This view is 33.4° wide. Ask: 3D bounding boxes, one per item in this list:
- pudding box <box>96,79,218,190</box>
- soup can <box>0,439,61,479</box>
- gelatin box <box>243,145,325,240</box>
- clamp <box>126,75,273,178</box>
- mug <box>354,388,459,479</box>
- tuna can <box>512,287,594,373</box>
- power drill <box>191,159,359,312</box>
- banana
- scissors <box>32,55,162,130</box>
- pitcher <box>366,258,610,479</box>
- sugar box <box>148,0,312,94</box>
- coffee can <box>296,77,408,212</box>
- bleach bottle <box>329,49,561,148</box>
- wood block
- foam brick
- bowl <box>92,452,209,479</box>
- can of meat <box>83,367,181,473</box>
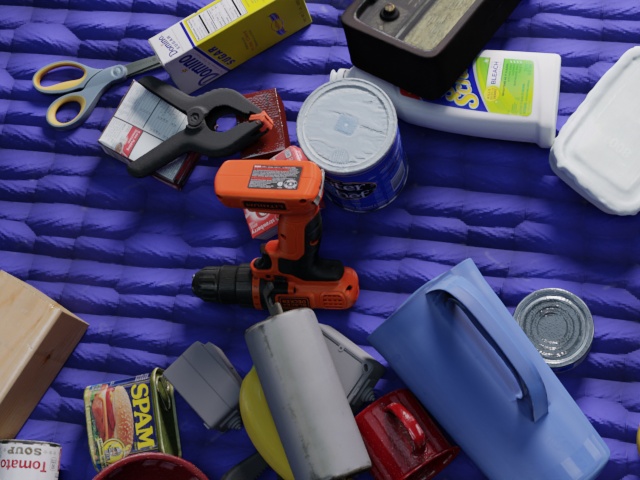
[{"bbox_3d":[-0.189,-0.122,1.235,0.113,0.039,0.090,27,81,14],"label":"pudding box"},{"bbox_3d":[-0.315,0.267,1.137,0.068,0.068,0.102,1,75,10],"label":"soup can"},{"bbox_3d":[-0.046,-0.052,1.178,0.089,0.030,0.073,-28,71,28],"label":"gelatin box"},{"bbox_3d":[-0.139,-0.120,1.179,0.172,0.039,0.120,8,84,23],"label":"clamp"},{"bbox_3d":[0.079,0.198,1.063,0.093,0.117,0.081,-30,67,-15],"label":"mug"},{"bbox_3d":[0.239,0.093,1.102,0.086,0.033,0.086,-3,75,9],"label":"tuna can"},{"bbox_3d":[-0.057,0.001,1.107,0.184,0.187,0.057,0,47,9],"label":"power drill"},{"bbox_3d":[-0.025,0.207,1.084,0.069,0.037,0.198,-36,92,-14],"label":"banana"},{"bbox_3d":[-0.249,-0.180,1.273,0.202,0.016,0.096,-1,76,10],"label":"scissors"},{"bbox_3d":[0.168,0.143,1.037,0.145,0.149,0.243,-43,79,24],"label":"pitcher"},{"bbox_3d":[-0.101,-0.239,1.223,0.176,0.093,0.048,-33,72,1],"label":"sugar box"},{"bbox_3d":[0.037,-0.098,1.134,0.103,0.140,0.103,-3,75,9],"label":"coffee can"},{"bbox_3d":[0.134,-0.161,1.176,0.251,0.068,0.102,5,76,14],"label":"bleach bottle"},{"bbox_3d":[-0.357,0.149,1.164,0.090,0.091,0.206,31,82,15],"label":"wood block"},{"bbox_3d":[-0.065,-0.124,1.206,0.053,0.051,0.078,-11,74,6],"label":"foam brick"},{"bbox_3d":[-0.180,0.299,1.090,0.161,0.055,0.162,6,75,-22],"label":"bowl"},{"bbox_3d":[-0.201,0.195,1.142,0.084,0.057,0.102,-13,73,9],"label":"can of meat"}]
